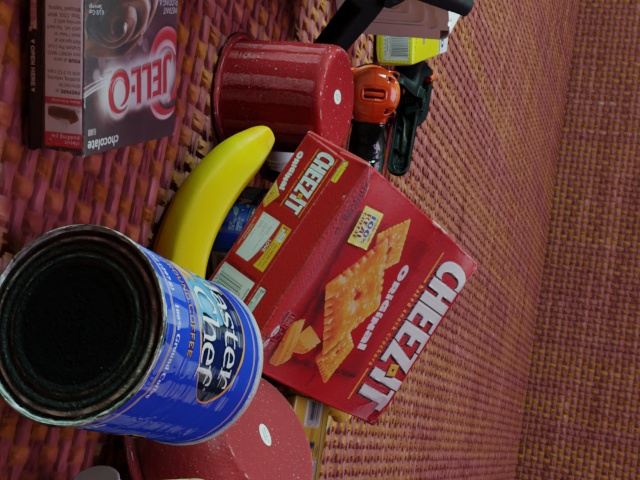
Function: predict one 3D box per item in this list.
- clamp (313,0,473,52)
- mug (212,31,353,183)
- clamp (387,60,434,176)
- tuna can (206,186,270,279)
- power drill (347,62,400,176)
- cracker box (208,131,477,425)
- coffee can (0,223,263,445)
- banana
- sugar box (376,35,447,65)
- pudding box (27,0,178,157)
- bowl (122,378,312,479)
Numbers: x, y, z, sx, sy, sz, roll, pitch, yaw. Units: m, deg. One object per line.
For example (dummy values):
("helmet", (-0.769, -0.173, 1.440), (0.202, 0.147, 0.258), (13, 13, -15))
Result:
("clamp", (0.047, -0.201, 0.853), (0.036, 0.164, 0.210), (62, 1, 17))
("mug", (-0.024, -0.096, 0.801), (0.093, 0.082, 0.117), (-46, 139, -61))
("clamp", (0.099, -0.165, 1.208), (0.171, 0.039, 0.120), (-70, 162, -49))
("tuna can", (-0.055, 0.001, 0.818), (0.086, 0.034, 0.086), (7, 90, -71))
("power drill", (0.039, -0.071, 0.997), (0.184, 0.057, 0.188), (-73, 167, -81))
("cracker box", (0.018, 0.038, 0.810), (0.164, 0.072, 0.213), (-56, 144, -2))
("coffee can", (-0.103, 0.057, 0.591), (0.140, 0.103, 0.103), (39, 59, -68))
("banana", (-0.077, 0.005, 0.714), (0.037, 0.069, 0.198), (139, -38, -60))
("sugar box", (0.107, -0.249, 1.190), (0.176, 0.048, 0.093), (-35, 129, -64))
("pudding box", (-0.118, -0.098, 0.592), (0.113, 0.039, 0.090), (-31, 126, -67))
("bowl", (-0.054, 0.141, 0.709), (0.162, 0.055, 0.162), (42, 29, -30))
